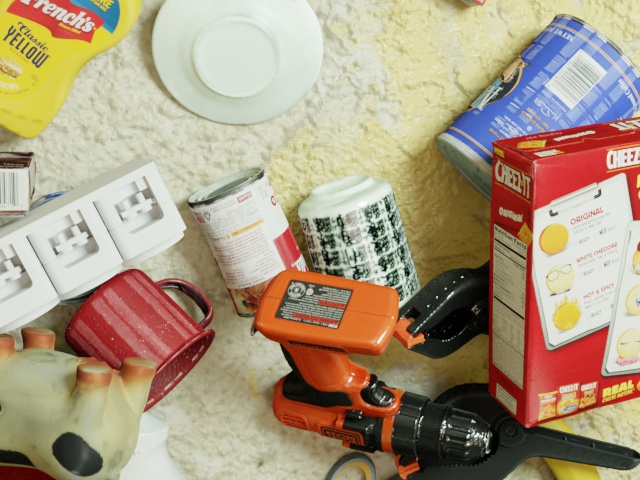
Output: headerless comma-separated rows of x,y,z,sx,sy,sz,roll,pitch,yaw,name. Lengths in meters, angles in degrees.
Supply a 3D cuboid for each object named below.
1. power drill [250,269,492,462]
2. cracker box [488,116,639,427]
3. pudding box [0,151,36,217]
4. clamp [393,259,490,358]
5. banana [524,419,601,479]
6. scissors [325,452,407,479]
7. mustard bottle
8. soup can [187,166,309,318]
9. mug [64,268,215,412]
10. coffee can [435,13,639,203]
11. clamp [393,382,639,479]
0.035,0.104,0.815,0.185,0.057,0.187,8,144,20,power drill
0.213,0.020,0.817,0.164,0.072,0.214,-11,112,-19,cracker box
-0.268,-0.044,0.782,0.113,0.090,0.039,2,103,-13,pudding box
0.126,0.059,0.875,0.171,0.039,0.120,-23,128,-27,clamp
0.222,0.226,0.968,0.069,0.037,0.198,-18,104,-8,banana
0.001,0.267,0.942,0.202,0.016,0.096,-40,105,-2,scissors
-0.185,-0.169,0.765,0.096,0.058,0.192,40,107,-17,mustard bottle
-0.056,0.001,0.848,0.068,0.068,0.102,-25,105,-6,soup can
-0.135,0.070,0.833,0.081,0.093,0.117,43,54,10,mug
0.177,-0.096,0.858,0.140,0.103,0.102,-46,106,0,coffee can
0.167,0.163,0.915,0.210,0.036,0.164,-29,102,2,clamp
